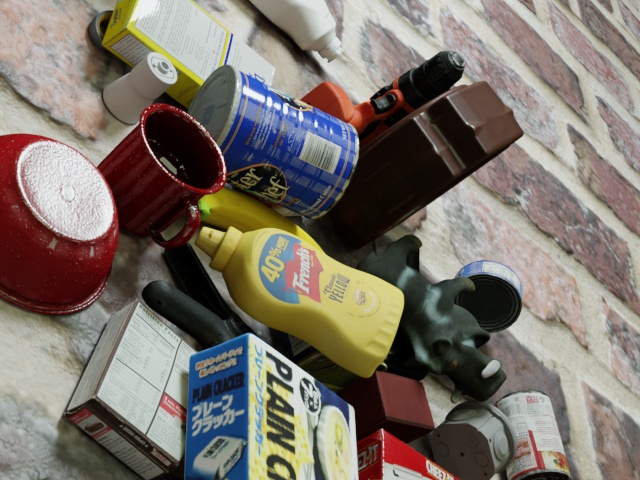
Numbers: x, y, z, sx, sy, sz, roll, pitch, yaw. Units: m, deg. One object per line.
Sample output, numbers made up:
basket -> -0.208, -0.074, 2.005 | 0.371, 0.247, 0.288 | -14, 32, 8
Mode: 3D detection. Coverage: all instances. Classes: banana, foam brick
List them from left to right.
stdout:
banana -> -0.066, -0.013, 1.021 | 0.197, 0.037, 0.070 | 22, 31, -49
foam brick -> 0.063, 0.164, 1.027 | 0.078, 0.053, 0.051 | 21, 46, -45

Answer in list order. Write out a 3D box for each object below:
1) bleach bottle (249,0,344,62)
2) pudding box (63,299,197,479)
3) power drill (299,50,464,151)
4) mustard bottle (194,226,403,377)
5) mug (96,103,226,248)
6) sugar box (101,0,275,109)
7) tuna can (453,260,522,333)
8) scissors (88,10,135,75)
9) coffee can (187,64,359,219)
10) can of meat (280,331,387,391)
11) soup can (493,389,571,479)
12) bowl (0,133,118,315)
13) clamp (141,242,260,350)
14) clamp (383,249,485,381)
bleach bottle -> -0.063, -0.315, 1.291 | 0.250, 0.068, 0.102 | 48, 32, -17
pudding box -> -0.135, 0.114, 0.817 | 0.090, 0.039, 0.113 | 44, 31, -20
power drill -> 0.055, -0.148, 1.197 | 0.187, 0.185, 0.057 | -15, 73, -47
mustard bottle -> -0.023, 0.040, 0.944 | 0.191, 0.058, 0.096 | 28, 44, -5
mug -> -0.137, -0.047, 0.915 | 0.093, 0.082, 0.117 | 4, 55, -52
sugar box -> -0.126, -0.181, 1.057 | 0.176, 0.048, 0.093 | 38, 47, -34
tuna can -> 0.197, 0.066, 1.268 | 0.086, 0.086, 0.033 | 46, 31, -16
scissors -> -0.186, -0.231, 1.087 | 0.096, 0.016, 0.201 | 33, 38, -33
coffee can -> -0.049, -0.092, 1.015 | 0.140, 0.103, 0.103 | 23, 44, -29
can of meat -> 0.007, 0.089, 1.016 | 0.101, 0.058, 0.084 | 19, 46, -44
soup can -> 0.233, 0.226, 1.187 | 0.068, 0.069, 0.102 | 29, 40, -37
bowl -> -0.211, -0.026, 0.825 | 0.162, 0.055, 0.162 | 34, 38, -32
clamp -> -0.088, 0.078, 0.898 | 0.171, 0.039, 0.120 | 51, 20, -5
clamp -> 0.104, 0.105, 1.150 | 0.164, 0.036, 0.209 | 54, 33, -2
